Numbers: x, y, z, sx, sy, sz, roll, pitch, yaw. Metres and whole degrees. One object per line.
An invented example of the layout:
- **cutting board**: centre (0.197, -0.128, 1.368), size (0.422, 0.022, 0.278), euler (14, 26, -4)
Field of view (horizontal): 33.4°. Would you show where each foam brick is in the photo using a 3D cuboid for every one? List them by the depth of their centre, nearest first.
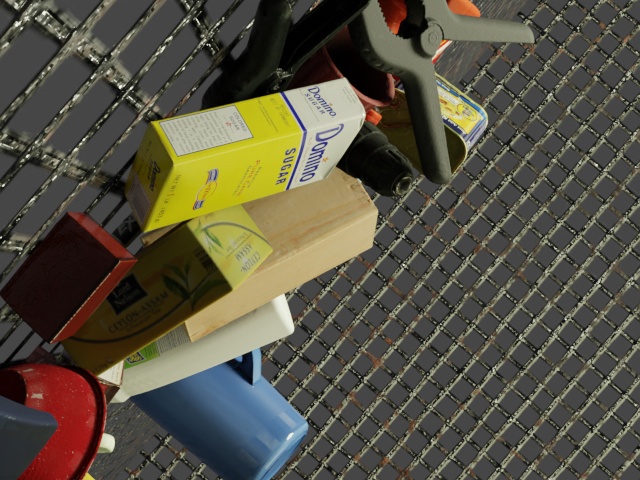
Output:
- **foam brick**: centre (-0.178, 0.026, 0.755), size (0.078, 0.051, 0.053), euler (-49, 177, 3)

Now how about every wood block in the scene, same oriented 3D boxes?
- **wood block**: centre (-0.057, 0.001, 1.027), size (0.206, 0.090, 0.091), euler (-27, 161, -12)

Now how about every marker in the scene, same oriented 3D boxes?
- **marker**: centre (-0.154, -0.013, 0.884), size (0.121, 0.020, 0.020), euler (-48, 176, -16)

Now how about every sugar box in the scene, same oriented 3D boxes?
- **sugar box**: centre (-0.056, -0.066, 0.814), size (0.175, 0.048, 0.093), euler (-16, 157, -31)

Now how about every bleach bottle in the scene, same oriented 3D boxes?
- **bleach bottle**: centre (-0.159, 0.097, 1.105), size (0.251, 0.102, 0.068), euler (-23, 142, 4)

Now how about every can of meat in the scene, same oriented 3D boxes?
- **can of meat**: centre (0.106, -0.117, 1.040), size (0.058, 0.102, 0.083), euler (-55, 176, 37)

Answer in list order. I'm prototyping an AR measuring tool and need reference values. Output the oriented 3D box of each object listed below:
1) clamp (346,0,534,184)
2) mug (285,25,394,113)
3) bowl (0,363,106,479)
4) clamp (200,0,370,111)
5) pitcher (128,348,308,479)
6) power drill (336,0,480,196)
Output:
- **clamp**: centre (0.090, -0.171, 0.880), size (0.164, 0.209, 0.036), euler (-53, -147, -16)
- **mug**: centre (-0.006, -0.135, 0.900), size (0.082, 0.093, 0.117), euler (-34, 148, 32)
- **bowl**: centre (-0.247, 0.154, 0.834), size (0.162, 0.055, 0.162), euler (-22, -138, 21)
- **clamp**: centre (-0.043, -0.133, 0.797), size (0.172, 0.039, 0.120), euler (-45, 161, 28)
- **pitcher**: centre (-0.128, 0.158, 1.185), size (0.145, 0.243, 0.149), euler (-45, 168, -20)
- **power drill**: centre (0.059, -0.150, 0.964), size (0.188, 0.185, 0.057), euler (-54, 142, 9)
